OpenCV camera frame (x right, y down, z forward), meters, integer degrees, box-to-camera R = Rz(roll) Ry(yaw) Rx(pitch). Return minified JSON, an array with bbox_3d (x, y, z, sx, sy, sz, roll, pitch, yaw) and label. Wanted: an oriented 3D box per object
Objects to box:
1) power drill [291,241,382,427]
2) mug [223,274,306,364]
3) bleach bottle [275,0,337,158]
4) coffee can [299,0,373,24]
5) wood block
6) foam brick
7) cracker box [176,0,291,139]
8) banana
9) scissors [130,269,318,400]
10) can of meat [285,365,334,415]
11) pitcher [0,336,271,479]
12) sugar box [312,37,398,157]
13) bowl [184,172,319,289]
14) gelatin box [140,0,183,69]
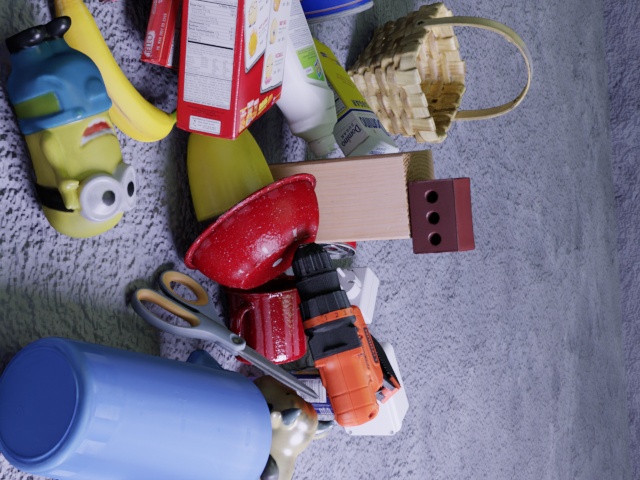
[{"bbox_3d":[0.018,0.099,1.103,0.187,0.057,0.184,43,31,-80],"label":"power drill"},{"bbox_3d":[-0.062,0.088,1.151,0.117,0.093,0.081,-24,113,-63],"label":"mug"},{"bbox_3d":[-0.043,-0.211,1.188,0.102,0.068,0.251,-37,107,-59],"label":"bleach bottle"},{"bbox_3d":[0.000,-0.345,1.301,0.102,0.103,0.140,-44,125,-55],"label":"coffee can"},{"bbox_3d":[0.018,-0.046,1.189,0.090,0.206,0.091,-17,102,-62],"label":"wood block"},{"bbox_3d":[0.127,-0.026,1.114,0.051,0.053,0.078,-11,97,-62],"label":"foam brick"},{"bbox_3d":[-0.082,-0.226,1.056,0.164,0.072,0.214,-56,155,-63],"label":"cracker box"},{"bbox_3d":[-0.191,-0.149,0.991,0.197,0.037,0.069,52,26,-49],"label":"banana"},{"bbox_3d":[-0.089,0.087,1.048,0.201,0.016,0.096,25,31,-13],"label":"scissors"},{"bbox_3d":[0.003,0.178,1.270,0.102,0.084,0.057,2,86,-62],"label":"can of meat"},{"bbox_3d":[-0.158,0.167,0.917,0.145,0.149,0.242,-56,145,5],"label":"pitcher"},{"bbox_3d":[0.021,-0.170,1.289,0.176,0.048,0.093,55,19,22],"label":"sugar box"},{"bbox_3d":[-0.057,0.001,1.089,0.055,0.162,0.161,55,25,13],"label":"bowl"},{"bbox_3d":[-0.143,-0.206,1.049,0.089,0.030,0.073,-20,124,-77],"label":"gelatin box"}]
